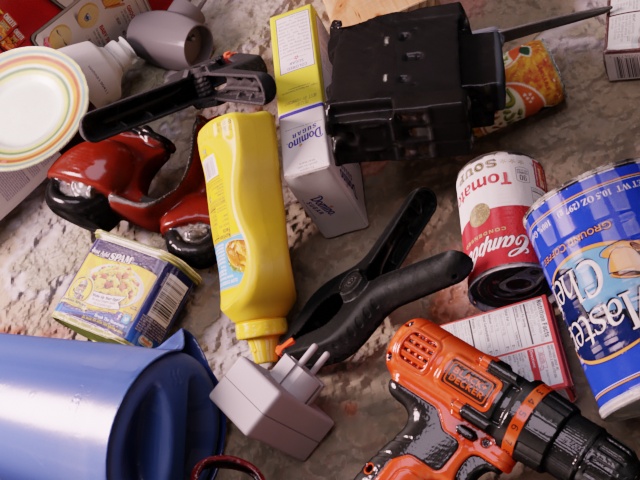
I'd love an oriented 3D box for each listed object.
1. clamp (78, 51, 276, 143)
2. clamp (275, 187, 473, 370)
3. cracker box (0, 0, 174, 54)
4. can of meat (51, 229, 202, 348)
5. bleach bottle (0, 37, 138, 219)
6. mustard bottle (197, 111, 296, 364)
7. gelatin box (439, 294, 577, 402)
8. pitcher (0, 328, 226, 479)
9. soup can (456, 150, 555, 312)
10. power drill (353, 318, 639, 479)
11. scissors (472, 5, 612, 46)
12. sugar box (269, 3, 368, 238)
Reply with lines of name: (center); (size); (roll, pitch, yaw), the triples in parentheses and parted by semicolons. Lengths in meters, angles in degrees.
clamp: (-0.109, -0.129, 0.914); (0.164, 0.036, 0.210); (-12, 17, 7)
clamp: (0.040, 0.041, 0.787); (0.171, 0.039, 0.120); (-48, 20, 6)
cracker box: (-0.243, -0.253, 1.051); (0.072, 0.164, 0.213); (35, 78, 34)
can of meat: (-0.163, 0.047, 0.890); (0.102, 0.057, 0.084); (16, 70, 32)
bleach bottle: (-0.277, -0.103, 1.024); (0.250, 0.102, 0.068); (-41, 46, -12)
mustard bottle: (-0.055, 0.001, 0.838); (0.058, 0.096, 0.191); (-5, 83, -23)
gelatin box: (0.127, 0.086, 0.748); (0.089, 0.030, 0.073); (-18, 53, 15)
pitcher: (-0.206, 0.144, 0.808); (0.243, 0.145, 0.149); (5, 23, 31)
soup can: (0.137, -0.006, 0.778); (0.069, 0.068, 0.102); (-13, 55, 17)
power drill: (0.086, 0.165, 0.681); (0.185, 0.057, 0.187); (31, 84, 30)
scissors: (0.132, -0.152, 0.879); (0.202, 0.096, 0.016); (-4, 58, 2)
sugar box: (-0.003, -0.100, 0.887); (0.048, 0.093, 0.176); (-15, 54, 16)
